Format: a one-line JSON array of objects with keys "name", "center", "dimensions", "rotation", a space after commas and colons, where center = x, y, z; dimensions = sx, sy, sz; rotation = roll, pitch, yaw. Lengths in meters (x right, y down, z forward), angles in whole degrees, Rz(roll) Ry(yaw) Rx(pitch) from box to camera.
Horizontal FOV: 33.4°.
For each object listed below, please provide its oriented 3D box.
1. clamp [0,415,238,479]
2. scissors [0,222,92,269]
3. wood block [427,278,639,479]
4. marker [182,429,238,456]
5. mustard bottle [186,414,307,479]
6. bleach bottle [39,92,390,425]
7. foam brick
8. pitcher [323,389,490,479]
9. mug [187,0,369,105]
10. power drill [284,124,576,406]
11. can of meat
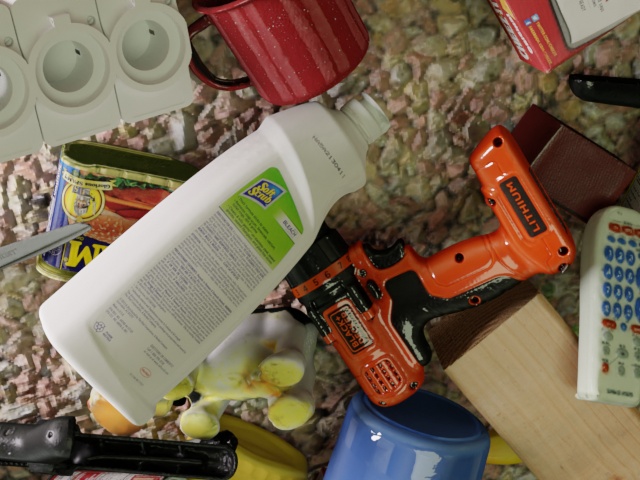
[{"name": "clamp", "center": [-0.173, 0.145, 0.741], "dimensions": [0.164, 0.210, 0.036], "rotation": [23, 67, -44]}, {"name": "scissors", "center": [-0.252, 0.009, 0.705], "dimensions": [0.202, 0.016, 0.096], "rotation": [-34, 108, 22]}, {"name": "wood block", "center": [0.185, 0.130, 0.813], "dimensions": [0.090, 0.091, 0.206], "rotation": [-40, 101, 6]}, {"name": "marker", "center": [-0.109, 0.160, 0.797], "dimensions": [0.121, 0.020, 0.020], "rotation": [-19, 122, 34]}, {"name": "mustard bottle", "center": [-0.093, 0.234, 0.847], "dimensions": [0.096, 0.058, 0.192], "rotation": [26, 107, -11]}, {"name": "bleach bottle", "center": [-0.055, 0.001, 0.690], "dimensions": [0.251, 0.068, 0.102], "rotation": [-40, 120, -3]}, {"name": "foam brick", "center": [0.177, -0.055, 0.776], "dimensions": [0.078, 0.053, 0.051], "rotation": [27, 106, -23]}, {"name": "pitcher", "center": [0.035, 0.236, 0.806], "dimensions": [0.149, 0.145, 0.243], "rotation": [-8, 117, -59]}, {"name": "mug", "center": [-0.031, -0.135, 0.677], "dimensions": [0.117, 0.093, 0.081], "rotation": [-28, 122, 10]}, {"name": "power drill", "center": [0.065, 0.000, 0.739], "dimensions": [0.188, 0.057, 0.184], "rotation": [-32, 95, 17]}, {"name": "can of meat", "center": [-0.134, -0.016, 0.725], "dimensions": [0.102, 0.057, 0.084], "rotation": [10, 109, -16]}]
